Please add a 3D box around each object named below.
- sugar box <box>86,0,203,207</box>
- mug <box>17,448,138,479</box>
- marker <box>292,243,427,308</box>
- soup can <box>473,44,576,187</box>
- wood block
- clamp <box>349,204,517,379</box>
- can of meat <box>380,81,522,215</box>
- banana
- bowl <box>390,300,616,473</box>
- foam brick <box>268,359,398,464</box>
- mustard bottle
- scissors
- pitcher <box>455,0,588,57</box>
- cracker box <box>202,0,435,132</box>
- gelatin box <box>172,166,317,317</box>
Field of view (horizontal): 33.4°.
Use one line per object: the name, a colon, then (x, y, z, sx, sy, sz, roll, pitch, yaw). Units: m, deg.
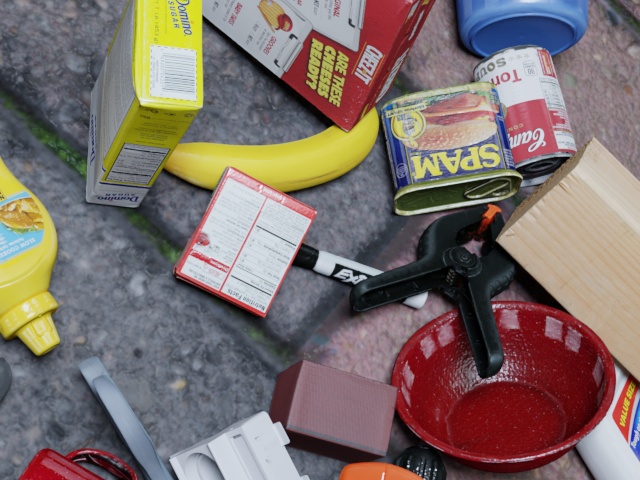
sugar box: (-0.120, -0.095, 0.716, 0.048, 0.176, 0.093, 5, 71, -18)
mug: (-0.154, 0.175, 0.664, 0.081, 0.093, 0.117, 32, 37, -4)
marker: (0.025, 0.025, 0.822, 0.121, 0.020, 0.020, 20, 66, -14)
soup can: (0.172, -0.104, 0.898, 0.068, 0.069, 0.102, -4, 73, -23)
wood block: (0.247, 0.031, 0.827, 0.206, 0.091, 0.090, 45, 30, 1)
clamp: (0.095, 0.024, 0.819, 0.120, 0.039, 0.171, 26, 40, 0)
can of meat: (0.102, -0.074, 0.853, 0.102, 0.057, 0.084, -9, 71, 1)
banana: (-0.025, -0.069, 0.828, 0.197, 0.037, 0.070, -22, 62, -28)
bowl: (0.135, 0.117, 0.786, 0.162, 0.055, 0.162, -8, 37, 6)
foam brick: (0.007, 0.123, 0.761, 0.078, 0.053, 0.051, 19, 66, -16)
mustard bottle: (-0.231, -0.008, 0.708, 0.096, 0.058, 0.191, -31, 85, -34)
scissors: (-0.099, 0.160, 0.687, 0.016, 0.096, 0.202, -32, 83, -15)
pitcher: (0.179, -0.283, 0.940, 0.149, 0.145, 0.243, 3, 74, -8)
cracker box: (-0.022, -0.205, 0.783, 0.214, 0.164, 0.072, 39, 61, 6)
gelatin box: (-0.055, 0.001, 0.776, 0.073, 0.030, 0.089, 27, 89, -11)
